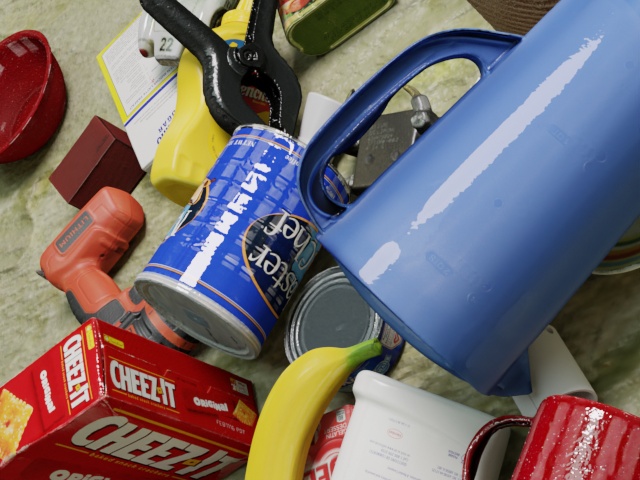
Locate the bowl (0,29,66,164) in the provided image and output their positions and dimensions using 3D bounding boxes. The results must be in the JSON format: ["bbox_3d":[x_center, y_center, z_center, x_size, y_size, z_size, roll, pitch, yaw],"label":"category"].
[{"bbox_3d":[-0.322,-0.141,1.136,0.162,0.055,0.162,-20,56,32],"label":"bowl"}]

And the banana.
[{"bbox_3d":[-0.018,0.151,0.690,0.070,0.037,0.198,6,75,43],"label":"banana"}]

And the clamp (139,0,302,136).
[{"bbox_3d":[-0.072,-0.141,0.834,0.039,0.120,0.171,126,132,-64],"label":"clamp"}]

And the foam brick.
[{"bbox_3d":[-0.205,-0.066,0.999,0.078,0.051,0.053,-51,46,7],"label":"foam brick"}]

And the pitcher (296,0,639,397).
[{"bbox_3d":[0.114,-0.047,0.599,0.243,0.149,0.145,-48,46,0],"label":"pitcher"}]

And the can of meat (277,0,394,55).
[{"bbox_3d":[0.007,-0.215,0.893,0.102,0.057,0.084,-33,53,24],"label":"can of meat"}]

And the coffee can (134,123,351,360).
[{"bbox_3d":[-0.055,0.001,0.778,0.103,0.102,0.140,12,62,43],"label":"coffee can"}]

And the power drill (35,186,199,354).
[{"bbox_3d":[-0.158,0.037,0.901,0.184,0.057,0.188,-45,45,9],"label":"power drill"}]

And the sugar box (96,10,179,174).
[{"bbox_3d":[-0.144,-0.141,0.991,0.093,0.048,0.176,-40,51,15],"label":"sugar box"}]

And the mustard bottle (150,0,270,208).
[{"bbox_3d":[-0.076,-0.117,0.883,0.058,0.096,0.191,-13,59,47],"label":"mustard bottle"}]

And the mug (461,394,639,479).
[{"bbox_3d":[0.134,0.131,0.574,0.117,0.093,0.081,16,73,28],"label":"mug"}]

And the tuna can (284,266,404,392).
[{"bbox_3d":[0.018,0.063,0.752,0.086,0.033,0.086,-20,56,32],"label":"tuna can"}]

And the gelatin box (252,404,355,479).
[{"bbox_3d":[-0.004,0.160,0.722,0.089,0.030,0.073,-25,55,30],"label":"gelatin box"}]

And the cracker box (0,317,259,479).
[{"bbox_3d":[-0.172,0.158,0.773,0.214,0.164,0.072,-34,51,23],"label":"cracker box"}]

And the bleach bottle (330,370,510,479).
[{"bbox_3d":[0.028,0.212,0.632,0.103,0.068,0.251,19,81,16],"label":"bleach bottle"}]
